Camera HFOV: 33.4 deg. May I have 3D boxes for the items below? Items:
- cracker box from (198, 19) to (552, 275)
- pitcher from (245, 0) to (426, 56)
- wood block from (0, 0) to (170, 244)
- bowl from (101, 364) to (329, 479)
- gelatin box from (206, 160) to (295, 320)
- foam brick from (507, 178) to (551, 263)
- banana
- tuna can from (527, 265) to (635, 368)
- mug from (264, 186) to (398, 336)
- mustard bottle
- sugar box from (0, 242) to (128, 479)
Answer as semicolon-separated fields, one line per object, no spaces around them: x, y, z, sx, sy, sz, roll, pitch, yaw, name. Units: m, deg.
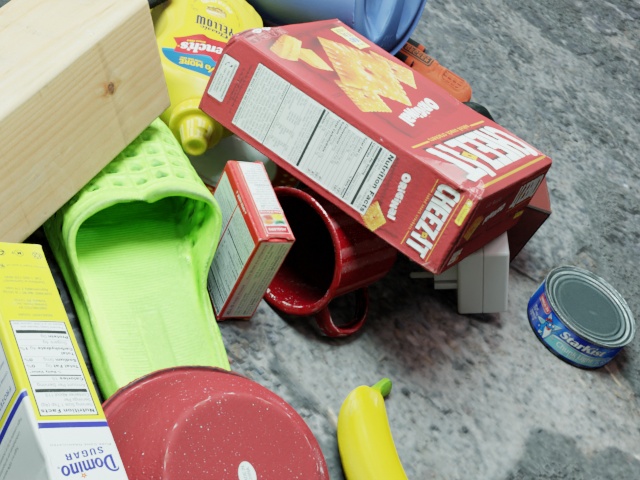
0.045;-0.079;0.778;0.214;0.072;0.163;35;27;17;cracker box
-0.026;-0.263;0.947;0.243;0.145;0.149;23;44;26;pitcher
-0.196;-0.073;0.671;0.090;0.091;0.205;19;48;26;wood block
-0.053;0.136;0.592;0.161;0.055;0.162;14;58;-23;bowl
-0.055;0.001;0.738;0.030;0.089;0.073;0;49;-29;gelatin box
0.151;-0.022;0.903;0.051;0.078;0.053;19;43;-16;foam brick
0.053;0.163;0.676;0.069;0.037;0.198;2;47;-29;banana
0.216;0.064;0.888;0.086;0.034;0.086;18;41;-16;tuna can
0.007;0.012;0.778;0.081;0.093;0.117;-17;89;-48;mug
-0.095;-0.132;0.845;0.096;0.058;0.191;20;39;-20;mustard bottle
-0.156;0.091;0.559;0.048;0.093;0.176;3;40;-38;sugar box
